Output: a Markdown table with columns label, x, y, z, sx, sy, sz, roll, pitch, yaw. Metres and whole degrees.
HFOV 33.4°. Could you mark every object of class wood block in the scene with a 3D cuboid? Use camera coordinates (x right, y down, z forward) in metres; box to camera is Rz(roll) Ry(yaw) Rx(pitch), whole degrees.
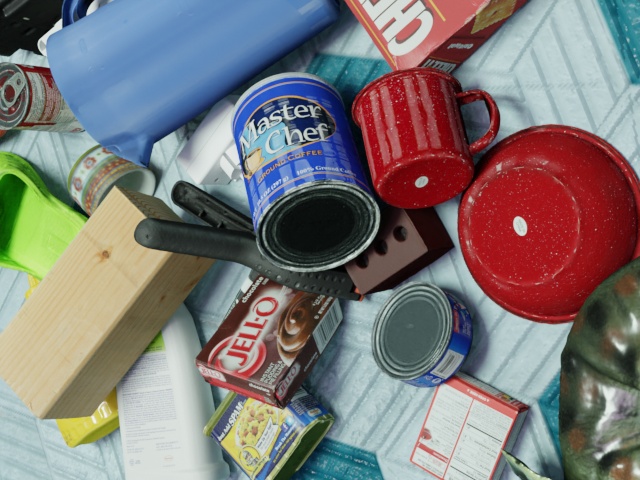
| label | x | y | z | sx | sy | sz | roll | pitch | yaw |
| --- | --- | --- | --- | --- | --- | --- | --- | --- | --- |
| wood block | -0.205 | 0.061 | 1.001 | 0.091 | 0.090 | 0.206 | 43 | 99 | 21 |

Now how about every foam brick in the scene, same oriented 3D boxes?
| label | x | y | z | sx | sy | sz | roll | pitch | yaw |
| --- | --- | --- | --- | --- | --- | --- | --- | --- | --- |
| foam brick | 0.063 | 0.005 | 0.912 | 0.078 | 0.051 | 0.053 | -37 | 73 | 29 |

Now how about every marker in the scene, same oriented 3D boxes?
| label | x | y | z | sx | sy | sz | roll | pitch | yaw |
| --- | --- | --- | --- | --- | --- | --- | --- | --- | --- |
| marker | -0.077 | 0.064 | 1.027 | 0.020 | 0.020 | 0.121 | 40 | 112 | 25 |

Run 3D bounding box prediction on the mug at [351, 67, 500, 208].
| label | x | y | z | sx | sy | sz | roll | pitch | yaw |
| --- | --- | --- | --- | --- | --- | --- | --- | --- | --- |
| mug | 0.088 | -0.083 | 0.857 | 0.117 | 0.093 | 0.081 | -18 | 59 | 15 |

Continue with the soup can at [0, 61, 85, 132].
| label | x | y | z | sx | sy | sz | roll | pitch | yaw |
| --- | --- | --- | --- | --- | --- | --- | --- | --- | --- |
| soup can | -0.287 | -0.146 | 1.104 | 0.069 | 0.102 | 0.068 | 2 | 94 | 33 |

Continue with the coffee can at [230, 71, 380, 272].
| label | x | y | z | sx | sy | sz | roll | pitch | yaw |
| --- | --- | --- | --- | --- | --- | --- | --- | --- | --- |
| coffee can | -0.015 | -0.059 | 0.898 | 0.103 | 0.102 | 0.140 | -43 | 41 | 27 |

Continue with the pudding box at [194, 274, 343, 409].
| label | x | y | z | sx | sy | sz | roll | pitch | yaw |
| --- | --- | --- | --- | --- | --- | --- | --- | --- | --- |
| pudding box | -0.044 | 0.089 | 0.957 | 0.090 | 0.113 | 0.039 | 15 | 141 | 31 |

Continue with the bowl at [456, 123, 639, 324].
| label | x | y | z | sx | sy | sz | roll | pitch | yaw |
| --- | --- | --- | --- | --- | --- | --- | --- | --- | --- |
| bowl | 0.170 | -0.012 | 0.839 | 0.162 | 0.055 | 0.162 | 2 | 93 | 34 |

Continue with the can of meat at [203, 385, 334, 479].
| label | x | y | z | sx | sy | sz | roll | pitch | yaw |
| --- | --- | --- | --- | --- | --- | --- | --- | --- | --- |
| can of meat | -0.047 | 0.171 | 0.992 | 0.084 | 0.057 | 0.102 | 43 | 114 | 22 |

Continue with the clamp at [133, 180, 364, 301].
| label | x | y | z | sx | sy | sz | roll | pitch | yaw |
| --- | --- | --- | --- | --- | --- | --- | --- | --- | --- |
| clamp | -0.056 | 0.001 | 0.954 | 0.210 | 0.164 | 0.036 | 18 | 107 | -8 |

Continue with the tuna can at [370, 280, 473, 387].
| label | x | y | z | sx | sy | sz | roll | pitch | yaw |
| --- | --- | --- | --- | --- | --- | --- | --- | --- | --- |
| tuna can | 0.085 | 0.079 | 0.894 | 0.086 | 0.033 | 0.086 | -23 | 55 | 37 |

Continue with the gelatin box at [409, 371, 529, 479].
| label | x | y | z | sx | sy | sz | roll | pitch | yaw |
| --- | --- | --- | --- | --- | --- | --- | --- | --- | --- |
| gelatin box | 0.124 | 0.163 | 0.894 | 0.073 | 0.030 | 0.089 | 26 | 105 | 28 |

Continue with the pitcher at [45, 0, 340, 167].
| label | x | y | z | sx | sy | sz | roll | pitch | yaw |
| --- | --- | --- | --- | --- | --- | --- | --- | --- | --- |
| pitcher | -0.114 | -0.192 | 0.945 | 0.243 | 0.145 | 0.149 | -29 | 118 | 11 |

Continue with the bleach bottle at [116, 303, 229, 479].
| label | x | y | z | sx | sy | sz | roll | pitch | yaw |
| --- | --- | --- | --- | --- | --- | --- | --- | --- | --- |
| bleach bottle | -0.155 | 0.117 | 1.057 | 0.103 | 0.068 | 0.251 | -10 | 83 | 22 |

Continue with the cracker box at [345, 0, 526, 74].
| label | x | y | z | sx | sy | sz | roll | pitch | yaw |
| --- | --- | --- | --- | --- | --- | --- | --- | --- | --- |
| cracker box | 0.109 | -0.255 | 0.856 | 0.214 | 0.072 | 0.164 | -41 | 70 | 29 |

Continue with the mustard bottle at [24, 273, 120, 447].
| label | x | y | z | sx | sy | sz | roll | pitch | yaw |
| --- | --- | --- | --- | --- | --- | --- | --- | --- | --- |
| mustard bottle | -0.265 | 0.115 | 1.131 | 0.096 | 0.058 | 0.192 | -37 | 73 | 28 |
